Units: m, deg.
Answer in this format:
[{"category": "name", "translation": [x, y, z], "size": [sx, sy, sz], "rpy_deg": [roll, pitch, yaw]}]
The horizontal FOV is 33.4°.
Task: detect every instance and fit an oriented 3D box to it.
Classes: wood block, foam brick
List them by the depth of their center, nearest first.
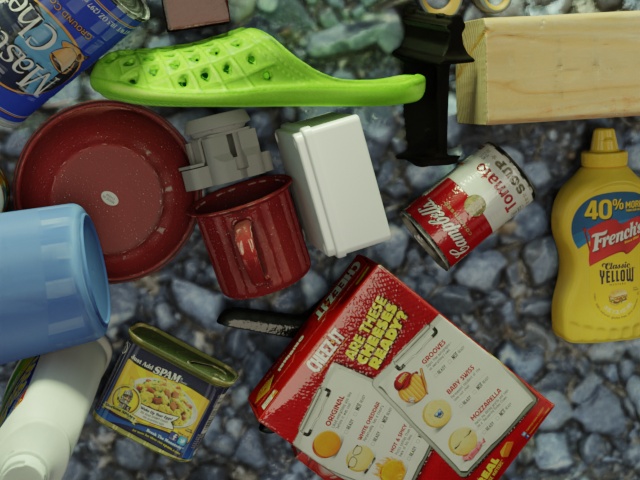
[{"category": "foam brick", "translation": [-0.105, -0.199, 0.873], "size": [0.053, 0.078, 0.051], "rpy_deg": [-11, 101, -5]}, {"category": "wood block", "translation": [0.229, -0.151, 0.927], "size": [0.206, 0.091, 0.090], "rpy_deg": [-4, 99, -8]}]

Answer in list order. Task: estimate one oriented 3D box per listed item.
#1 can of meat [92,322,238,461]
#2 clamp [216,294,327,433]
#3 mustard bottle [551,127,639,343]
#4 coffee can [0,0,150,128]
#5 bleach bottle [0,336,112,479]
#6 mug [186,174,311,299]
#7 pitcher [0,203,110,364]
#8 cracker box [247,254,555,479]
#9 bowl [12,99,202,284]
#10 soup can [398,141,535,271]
[{"category": "can of meat", "translation": [-0.135, 0.133, 0.925], "size": [0.102, 0.057, 0.084], "rpy_deg": [27, 96, 2]}, {"category": "clamp", "translation": [-0.005, 0.084, 0.955], "size": [0.171, 0.039, 0.120], "rpy_deg": [-30, 107, -7]}, {"category": "mustard bottle", "translation": [0.259, -0.006, 0.971], "size": [0.096, 0.058, 0.191], "rpy_deg": [-5, 99, -9]}, {"category": "coffee can", "translation": [-0.219, -0.170, 0.830], "size": [0.140, 0.103, 0.103], "rpy_deg": [-36, 103, 13]}, {"category": "bleach bottle", "translation": [-0.211, 0.134, 0.820], "size": [0.068, 0.251, 0.102], "rpy_deg": [34, 92, -13]}, {"category": "mug", "translation": [-0.056, 0.001, 0.895], "size": [0.093, 0.117, 0.081], "rpy_deg": [-17, 106, 1]}, {"category": "pitcher", "translation": [-0.290, 0.049, 0.828], "size": [0.242, 0.149, 0.145], "rpy_deg": [-11, 114, -3]}, {"category": "cracker box", "translation": [0.070, 0.140, 0.925], "size": [0.213, 0.072, 0.164], "rpy_deg": [38, 88, -17]}, {"category": "bowl", "translation": [-0.179, -0.037, 0.898], "size": [0.162, 0.055, 0.162], "rpy_deg": [-1, 99, -9]}, {"category": "soup can", "translation": [0.130, -0.030, 0.942], "size": [0.102, 0.068, 0.068], "rpy_deg": [-39, 103, -2]}]
